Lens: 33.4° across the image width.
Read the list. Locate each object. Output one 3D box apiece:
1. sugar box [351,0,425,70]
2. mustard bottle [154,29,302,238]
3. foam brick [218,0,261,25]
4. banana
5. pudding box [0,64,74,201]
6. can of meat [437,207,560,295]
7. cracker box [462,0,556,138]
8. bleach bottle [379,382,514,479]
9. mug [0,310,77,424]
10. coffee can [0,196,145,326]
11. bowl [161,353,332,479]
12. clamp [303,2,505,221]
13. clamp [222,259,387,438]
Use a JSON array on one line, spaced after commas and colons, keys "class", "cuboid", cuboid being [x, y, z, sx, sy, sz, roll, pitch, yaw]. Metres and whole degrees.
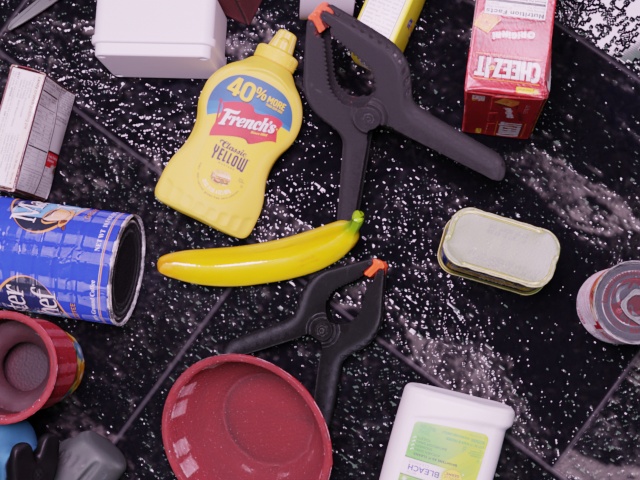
[{"class": "sugar box", "cuboid": [0.080, -0.241, 0.961, 0.048, 0.093, 0.176, 26, 88, 6]}, {"class": "mustard bottle", "cuboid": [-0.070, -0.105, 0.980, 0.096, 0.058, 0.191, 26, 87, -8]}, {"class": "foam brick", "cuboid": [-0.082, -0.243, 0.985, 0.051, 0.078, 0.053, 26, 86, 7]}, {"class": "banana", "cuboid": [-0.047, 0.011, 0.967, 0.198, 0.069, 0.037, -15, 50, 13]}, {"class": "pudding box", "cuboid": [-0.269, -0.097, 0.984, 0.039, 0.090, 0.113, 13, 87, 6]}, {"class": "can of meat", "cuboid": [0.156, 0.009, 0.937, 0.102, 0.084, 0.057, 16, 87, 7]}, {"class": "cracker box", "cuboid": [0.170, -0.208, 0.914, 0.072, 0.164, 0.214, 8, 86, 8]}, {"class": "bleach bottle", "cuboid": [0.093, 0.257, 0.933, 0.102, 0.068, 0.251, 13, 89, 7]}, {"class": "mug", "cuboid": [-0.270, 0.110, 0.916, 0.117, 0.081, 0.093, -13, 84, 3]}, {"class": "coffee can", "cuboid": [-0.241, 0.017, 0.965, 0.140, 0.103, 0.103, 8, 86, 6]}, {"class": "bowl", "cuboid": [-0.057, 0.169, 0.942, 0.162, 0.055, 0.162, 5, 105, 20]}, {"class": "clamp", "cuboid": [0.056, -0.110, 0.920, 0.165, 0.036, 0.210, -15, 113, 22]}, {"class": "clamp", "cuboid": [-0.007, 0.080, 0.970, 0.120, 0.039, 0.171, 31, 91, 2]}]
